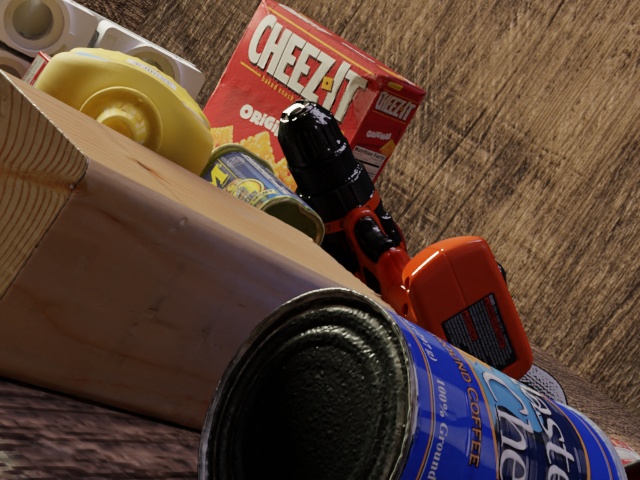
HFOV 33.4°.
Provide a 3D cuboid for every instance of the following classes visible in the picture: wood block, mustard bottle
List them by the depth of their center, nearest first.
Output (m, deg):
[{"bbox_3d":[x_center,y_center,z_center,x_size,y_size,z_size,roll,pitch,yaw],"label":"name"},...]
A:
[{"bbox_3d":[-0.069,0.019,0.472,0.091,0.090,0.205,40,7,41],"label":"wood block"},{"bbox_3d":[-0.104,-0.065,0.573,0.096,0.058,0.192,31,5,-12],"label":"mustard bottle"}]

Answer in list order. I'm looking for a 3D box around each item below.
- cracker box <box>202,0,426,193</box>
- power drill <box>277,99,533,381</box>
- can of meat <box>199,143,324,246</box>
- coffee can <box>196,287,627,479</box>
[{"bbox_3d":[-0.032,-0.081,0.945,0.164,0.214,0.072,38,16,32],"label":"cracker box"},{"bbox_3d":[0.045,0.009,0.657,0.184,0.057,0.188,63,-10,-27],"label":"power drill"},{"bbox_3d":[-0.055,0.001,0.681,0.057,0.102,0.084,31,8,-38],"label":"can of meat"},{"bbox_3d":[0.039,0.091,0.409,0.140,0.103,0.103,30,7,-39],"label":"coffee can"}]
